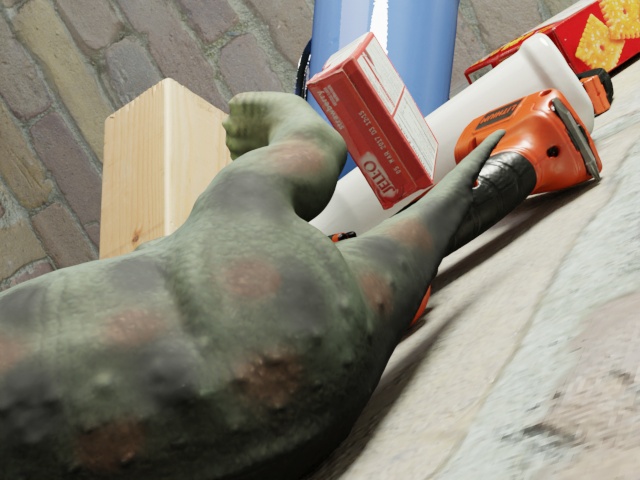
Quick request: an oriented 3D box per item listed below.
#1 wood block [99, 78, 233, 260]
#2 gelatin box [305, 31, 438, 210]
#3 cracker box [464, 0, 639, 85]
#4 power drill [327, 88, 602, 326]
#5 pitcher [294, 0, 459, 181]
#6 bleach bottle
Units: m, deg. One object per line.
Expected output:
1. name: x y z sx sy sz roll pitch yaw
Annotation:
1. wood block: -0.135 -0.027 0.949 0.091 0.090 0.206 -27 52 31
2. gelatin box: 0.029 -0.062 0.542 0.030 0.073 0.089 -29 12 17
3. cracker box: 0.273 -0.205 1.057 0.213 0.072 0.164 -33 6 -22
4. power drill: 0.049 -0.006 0.592 0.187 0.057 0.185 -36 11 -22
5. pitcher: 0.043 -0.133 0.900 0.145 0.149 0.242 5 54 4
6. bleach bottle: 0.057 -0.035 0.713 0.251 0.068 0.102 -32 -13 8
